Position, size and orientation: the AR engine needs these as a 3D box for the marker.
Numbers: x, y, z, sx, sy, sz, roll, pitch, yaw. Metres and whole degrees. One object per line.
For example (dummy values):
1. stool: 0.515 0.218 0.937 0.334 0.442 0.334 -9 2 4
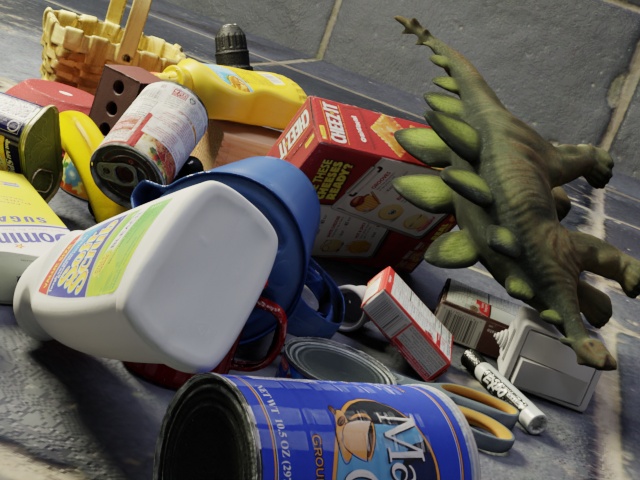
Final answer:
1. marker: 0.153 0.125 0.905 0.020 0.020 0.121 12 17 -26

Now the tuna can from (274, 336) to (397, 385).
1. tuna can: 0.010 0.104 0.772 0.086 0.034 0.086 18 15 -5

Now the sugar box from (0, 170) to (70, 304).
1. sugar box: -0.248 -0.008 0.821 0.093 0.048 0.176 7 18 -38

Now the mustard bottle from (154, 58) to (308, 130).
1. mustard bottle: -0.105 -0.160 1.156 0.191 0.058 0.096 2 29 -49

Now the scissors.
1. scissors: 0.065 0.120 0.820 0.201 0.016 0.096 16 16 -14

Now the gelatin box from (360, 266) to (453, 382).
1. gelatin box: 0.075 0.071 0.912 0.089 0.030 0.073 48 15 -5

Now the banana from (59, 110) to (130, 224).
1. banana: -0.208 -0.066 0.967 0.037 0.070 0.198 -17 42 -24

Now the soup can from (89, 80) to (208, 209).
1. soup can: -0.145 -0.084 0.919 0.068 0.069 0.102 21 45 5

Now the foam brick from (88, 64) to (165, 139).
1. foam brick: -0.187 -0.127 1.046 0.053 0.078 0.051 29 17 29

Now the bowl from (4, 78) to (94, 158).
1. bowl: -0.298 -0.142 1.212 0.162 0.055 0.162 19 15 -5

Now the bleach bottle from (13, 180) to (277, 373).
1. bleach bottle: -0.130 0.031 0.647 0.068 0.102 0.251 42 -29 -24

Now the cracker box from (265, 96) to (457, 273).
1. cracker box: 0.045 -0.052 1.098 0.213 0.164 0.072 11 48 -29

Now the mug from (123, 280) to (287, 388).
1. mug: -0.081 0.054 0.741 0.117 0.081 0.093 19 15 -2

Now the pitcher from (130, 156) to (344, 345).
1. pitcher: -0.056 0.001 0.898 0.145 0.149 0.242 -8 10 8

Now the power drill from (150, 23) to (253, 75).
1. power drill: -0.143 -0.172 1.304 0.057 0.184 0.187 -3 8 36

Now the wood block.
1. wood block: -0.040 -0.069 1.209 0.205 0.090 0.091 13 17 -26

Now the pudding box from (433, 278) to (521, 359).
1. pudding box: 0.167 0.082 1.039 0.113 0.039 0.090 23 15 5

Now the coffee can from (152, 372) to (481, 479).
1. coffee can: -0.002 0.123 0.557 0.140 0.103 0.103 9 19 -35

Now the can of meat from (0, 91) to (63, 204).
1. can of meat: -0.279 -0.083 0.941 0.084 0.102 0.057 19 46 10
